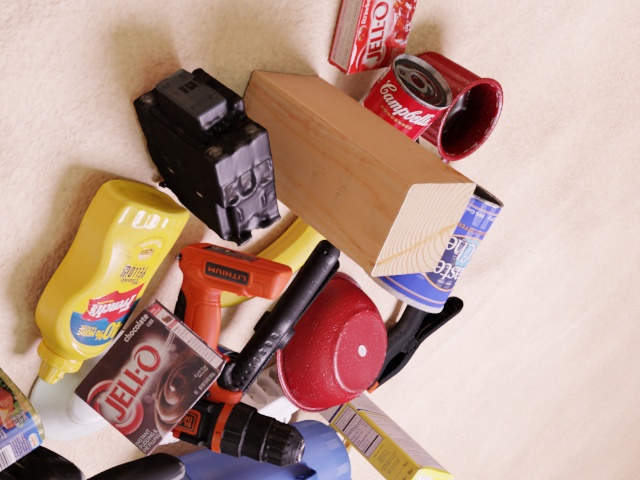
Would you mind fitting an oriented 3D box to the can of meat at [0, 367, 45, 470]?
[{"bbox_3d":[-0.288,0.151,0.882,0.083,0.102,0.057,-32,140,-27],"label":"can of meat"}]

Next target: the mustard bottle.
[{"bbox_3d":[-0.193,0.042,0.923,0.192,0.058,0.096,-58,156,12],"label":"mustard bottle"}]

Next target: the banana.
[{"bbox_3d":[-0.046,0.010,1.079,0.197,0.037,0.069,-44,129,-10],"label":"banana"}]

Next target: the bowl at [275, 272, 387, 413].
[{"bbox_3d":[0.025,0.118,1.185,0.161,0.055,0.162,-13,108,-47],"label":"bowl"}]

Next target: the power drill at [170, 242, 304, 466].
[{"bbox_3d":[-0.085,0.106,0.998,0.057,0.184,0.188,-19,125,-78],"label":"power drill"}]

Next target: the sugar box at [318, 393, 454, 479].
[{"bbox_3d":[0.072,0.241,1.293,0.048,0.176,0.093,-56,144,4],"label":"sugar box"}]

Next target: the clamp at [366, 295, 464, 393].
[{"bbox_3d":[0.106,0.116,1.335,0.171,0.039,0.120,-47,143,-4],"label":"clamp"}]

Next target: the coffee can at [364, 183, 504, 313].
[{"bbox_3d":[0.125,-0.005,1.191,0.102,0.103,0.140,12,113,-51],"label":"coffee can"}]

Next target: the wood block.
[{"bbox_3d":[0.020,-0.062,0.934,0.090,0.206,0.090,-3,124,-47],"label":"wood block"}]

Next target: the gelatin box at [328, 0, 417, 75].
[{"bbox_3d":[0.051,-0.202,0.994,0.073,0.030,0.089,-16,133,-38],"label":"gelatin box"}]

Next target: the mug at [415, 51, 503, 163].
[{"bbox_3d":[0.123,-0.130,1.093,0.093,0.082,0.117,-17,133,-38],"label":"mug"}]

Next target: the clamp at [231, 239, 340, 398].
[{"bbox_3d":[-0.043,0.084,1.065,0.210,0.036,0.164,-53,175,-11],"label":"clamp"}]

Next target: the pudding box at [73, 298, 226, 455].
[{"bbox_3d":[-0.153,0.123,0.963,0.113,0.090,0.039,-49,-178,14],"label":"pudding box"}]

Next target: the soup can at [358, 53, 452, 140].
[{"bbox_3d":[0.069,-0.120,1.028,0.068,0.068,0.102,-6,149,-45],"label":"soup can"}]

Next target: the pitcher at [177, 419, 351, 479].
[{"bbox_3d":[-0.072,0.283,1.207,0.242,0.149,0.145,-12,130,-46],"label":"pitcher"}]
